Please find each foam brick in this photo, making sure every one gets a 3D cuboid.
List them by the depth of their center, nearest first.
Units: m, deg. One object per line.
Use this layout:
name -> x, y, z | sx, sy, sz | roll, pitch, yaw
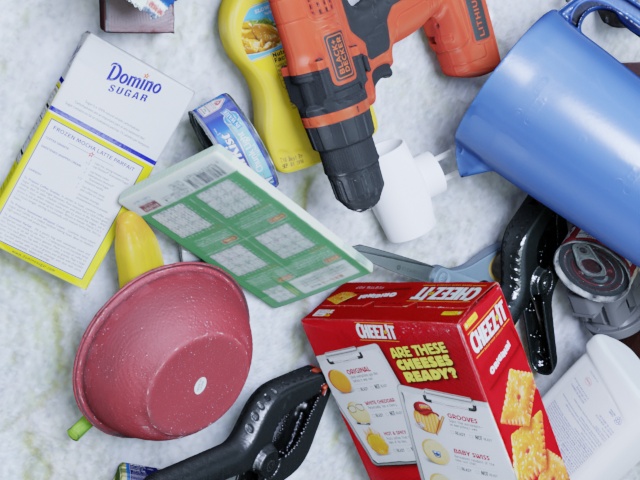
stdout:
foam brick -> -0.138, -0.194, 0.794 | 0.051, 0.053, 0.078 | -3, 105, -15

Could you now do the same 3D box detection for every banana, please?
banana -> -0.151, 0.067, 0.846 | 0.037, 0.069, 0.198 | 21, 108, 19

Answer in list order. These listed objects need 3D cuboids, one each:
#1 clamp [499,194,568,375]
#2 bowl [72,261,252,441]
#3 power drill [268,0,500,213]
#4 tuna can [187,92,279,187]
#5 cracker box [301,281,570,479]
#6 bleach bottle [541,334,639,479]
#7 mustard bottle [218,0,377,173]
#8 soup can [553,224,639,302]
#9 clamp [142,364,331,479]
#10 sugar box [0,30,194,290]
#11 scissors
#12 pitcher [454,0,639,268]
clamp -> 0.172, 0.039, 0.916 | 0.120, 0.039, 0.171 | -5, 101, -50
bowl -> -0.109, 0.100, 0.838 | 0.161, 0.055, 0.162 | -21, 128, -30
power drill -> 0.056, -0.134, 0.820 | 0.187, 0.057, 0.184 | -29, 110, -35
tuna can -> -0.067, -0.070, 0.826 | 0.033, 0.086, 0.086 | -31, 109, -8
cracker box -> 0.098, 0.138, 0.878 | 0.072, 0.164, 0.213 | -40, 117, -40
bleach bottle -> 0.196, 0.204, 0.952 | 0.068, 0.103, 0.251 | 21, 119, -40
mustard bottle -> -0.027, -0.156, 0.830 | 0.096, 0.058, 0.191 | -25, 109, -16
soup can -> 0.252, -0.006, 0.918 | 0.068, 0.069, 0.102 | 53, 54, -20
clamp -> -0.055, 0.189, 0.874 | 0.209, 0.036, 0.164 | -44, 136, -36
sugar box -> -0.180, -0.061, 0.819 | 0.093, 0.048, 0.176 | 29, 91, -22
scissors -> 0.115, 0.018, 0.911 | 0.201, 0.016, 0.096 | 37, 83, -35
pitcher -> 0.240, -0.069, 0.831 | 0.243, 0.149, 0.144 | 38, 59, 11
